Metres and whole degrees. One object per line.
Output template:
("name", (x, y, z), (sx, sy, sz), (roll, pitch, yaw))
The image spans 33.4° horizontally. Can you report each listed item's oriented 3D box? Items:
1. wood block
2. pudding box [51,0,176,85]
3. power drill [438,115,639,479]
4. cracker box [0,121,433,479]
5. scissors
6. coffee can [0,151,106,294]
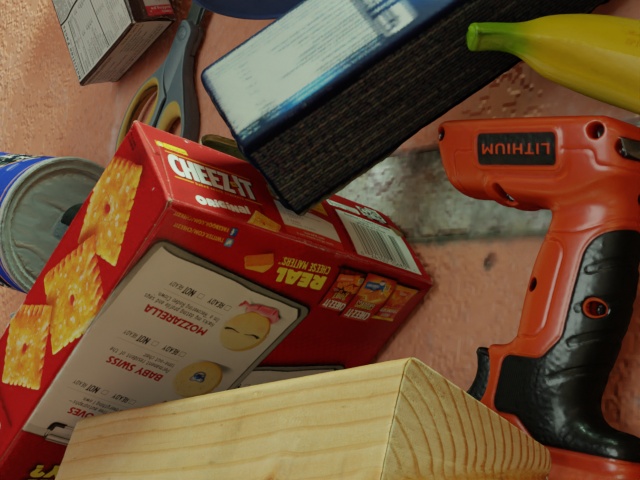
("wood block", (-0.022, 0.118, 0.437), (0.207, 0.090, 0.090), (-18, 48, 43))
("pudding box", (-0.157, -0.177, 0.788), (0.114, 0.039, 0.090), (-28, 81, 55))
("power drill", (0.079, 0.042, 0.473), (0.185, 0.057, 0.187), (4, 84, 46))
("cracker box", (-0.071, 0.059, 0.555), (0.214, 0.163, 0.072), (-53, 41, 24))
("scissors", (-0.088, -0.128, 0.744), (0.202, 0.016, 0.096), (-57, 45, 20))
("coffee can", (-0.217, -0.013, 0.791), (0.141, 0.102, 0.103), (8, 85, 50))
